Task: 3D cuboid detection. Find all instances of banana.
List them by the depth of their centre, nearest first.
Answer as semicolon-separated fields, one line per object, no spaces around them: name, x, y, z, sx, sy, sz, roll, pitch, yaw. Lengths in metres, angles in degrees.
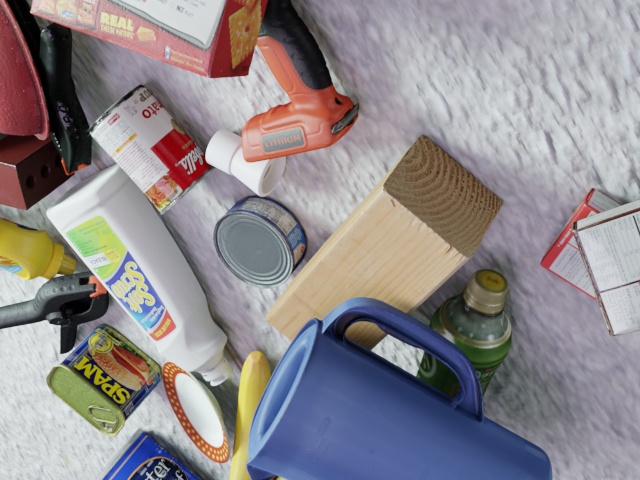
banana;-0.072;0.201;1.138;0.037;0.069;0.198;5;106;-6

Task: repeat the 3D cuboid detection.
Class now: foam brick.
foam brick;-0.294;-0.075;1.067;0.051;0.078;0.053;16;130;24

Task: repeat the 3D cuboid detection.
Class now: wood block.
wood block;0.050;0.019;0.914;0.091;0.090;0.206;40;134;-2

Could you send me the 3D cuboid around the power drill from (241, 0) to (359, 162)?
power drill;-0.061;-0.159;0.872;0.185;0.057;0.187;-6;119;35

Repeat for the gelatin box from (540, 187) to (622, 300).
gelatin box;0.230;0.012;0.838;0.089;0.030;0.073;33;133;7

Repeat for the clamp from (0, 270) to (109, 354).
clamp;-0.299;0.076;1.181;0.120;0.039;0.172;12;143;-35

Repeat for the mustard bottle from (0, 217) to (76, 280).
mustard bottle;-0.349;0.000;1.129;0.191;0.058;0.096;23;164;-30

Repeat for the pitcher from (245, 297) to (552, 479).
pitcher;0.071;0.165;0.889;0.242;0.145;0.149;27;148;-8

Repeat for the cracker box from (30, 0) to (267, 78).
cracker box;-0.108;-0.244;0.776;0.164;0.072;0.214;22;107;19

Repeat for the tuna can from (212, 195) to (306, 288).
tuna can;-0.057;0.001;1.006;0.086;0.033;0.086;17;130;21

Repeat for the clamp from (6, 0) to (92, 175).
clamp;-0.244;-0.144;0.978;0.165;0.036;0.210;41;151;47

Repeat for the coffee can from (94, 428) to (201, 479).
coffee can;-0.196;0.308;1.276;0.140;0.102;0.103;39;134;0

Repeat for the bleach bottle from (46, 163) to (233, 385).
bleach bottle;-0.166;0.045;1.089;0.103;0.068;0.250;-19;113;40

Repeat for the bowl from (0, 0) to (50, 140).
bowl;-0.306;-0.159;0.975;0.162;0.055;0.162;48;152;37

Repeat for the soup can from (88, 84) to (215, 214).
soup can;-0.155;-0.084;0.980;0.102;0.068;0.069;49;134;-8

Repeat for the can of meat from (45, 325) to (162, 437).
can of meat;-0.241;0.155;1.202;0.102;0.083;0.058;39;134;0
